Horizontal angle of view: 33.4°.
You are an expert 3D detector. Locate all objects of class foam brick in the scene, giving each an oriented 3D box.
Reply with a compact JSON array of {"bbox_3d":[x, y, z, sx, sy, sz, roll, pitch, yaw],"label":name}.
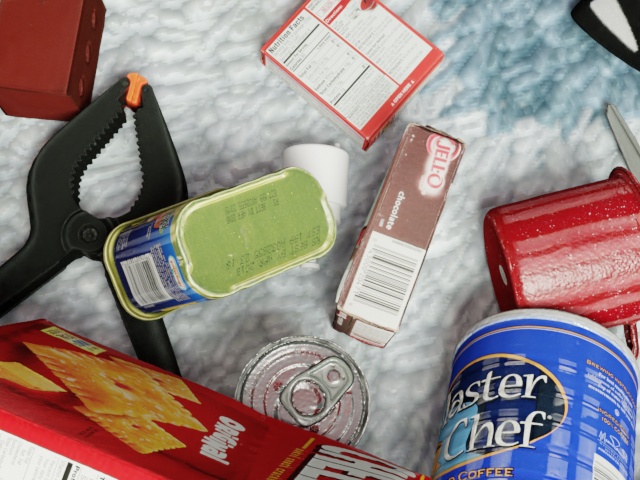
[{"bbox_3d":[-0.163,-0.116,0.639,0.051,0.053,0.078,7,79,0],"label":"foam brick"}]

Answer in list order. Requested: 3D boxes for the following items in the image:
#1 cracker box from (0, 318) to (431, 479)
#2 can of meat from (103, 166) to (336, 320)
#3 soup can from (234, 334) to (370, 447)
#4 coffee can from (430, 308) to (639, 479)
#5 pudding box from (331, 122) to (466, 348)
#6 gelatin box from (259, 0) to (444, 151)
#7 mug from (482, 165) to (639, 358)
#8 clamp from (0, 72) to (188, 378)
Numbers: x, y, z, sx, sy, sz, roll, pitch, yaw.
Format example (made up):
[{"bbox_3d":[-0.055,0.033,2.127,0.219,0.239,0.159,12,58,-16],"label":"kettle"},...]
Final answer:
[{"bbox_3d":[-0.065,0.102,0.442,0.214,0.164,0.072,20,93,9],"label":"cracker box"},{"bbox_3d":[-0.054,0.001,0.582,0.101,0.084,0.057,-23,95,-35],"label":"can of meat"},{"bbox_3d":[-0.010,0.090,0.577,0.068,0.102,0.068,0,79,-2],"label":"soup can"},{"bbox_3d":[0.108,0.120,0.545,0.103,0.103,0.140,18,46,2],"label":"coffee can"},{"bbox_3d":[0.043,0.000,0.603,0.039,0.090,0.113,23,79,4],"label":"pudding box"},{"bbox_3d":[0.019,-0.111,0.656,0.089,0.030,0.073,40,81,6],"label":"gelatin box"},{"bbox_3d":[0.144,0.024,0.606,0.081,0.093,0.117,-14,95,0],"label":"mug"},{"bbox_3d":[-0.143,0.002,0.623,0.164,0.036,0.210,8,80,-4],"label":"clamp"}]
